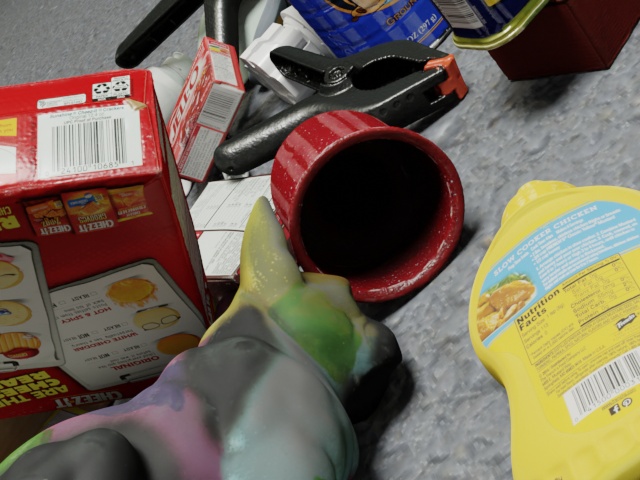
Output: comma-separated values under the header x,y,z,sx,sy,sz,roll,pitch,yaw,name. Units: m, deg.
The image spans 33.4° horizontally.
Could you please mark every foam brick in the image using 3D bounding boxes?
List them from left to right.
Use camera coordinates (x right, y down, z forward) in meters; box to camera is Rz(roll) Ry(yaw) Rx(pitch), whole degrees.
x,y,z,sx,sy,sz,roll,pitch,yaw,name
0.133,-0.130,0.603,0.078,0.051,0.053,4,53,55,foam brick

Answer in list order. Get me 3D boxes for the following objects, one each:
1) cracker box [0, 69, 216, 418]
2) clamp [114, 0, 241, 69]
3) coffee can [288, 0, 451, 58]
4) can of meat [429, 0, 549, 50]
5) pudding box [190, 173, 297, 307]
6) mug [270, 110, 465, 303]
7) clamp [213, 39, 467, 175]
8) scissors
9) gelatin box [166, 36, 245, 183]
x,y,z,sx,sy,sz,roll,pitch,yaw,name
-0.146,0.013,0.549,0.164,0.214,0.072,-8,58,-2,cracker box
-0.101,-0.219,0.914,0.165,0.036,0.210,21,95,40,clamp
0.021,-0.194,0.744,0.103,0.140,0.103,-33,30,21,coffee can
0.089,-0.166,0.561,0.102,0.084,0.058,-48,28,-9,can of meat
-0.055,0.001,0.692,0.114,0.039,0.090,-1,49,50,pudding box
0.017,-0.012,0.576,0.081,0.093,0.117,-128,51,-67,mug
0.009,-0.088,0.696,0.172,0.039,0.120,2,55,41,clamp
-0.022,-0.217,0.848,0.096,0.016,0.202,-52,-17,-53,scissors
-0.091,-0.100,0.821,0.089,0.030,0.073,-61,26,30,gelatin box
